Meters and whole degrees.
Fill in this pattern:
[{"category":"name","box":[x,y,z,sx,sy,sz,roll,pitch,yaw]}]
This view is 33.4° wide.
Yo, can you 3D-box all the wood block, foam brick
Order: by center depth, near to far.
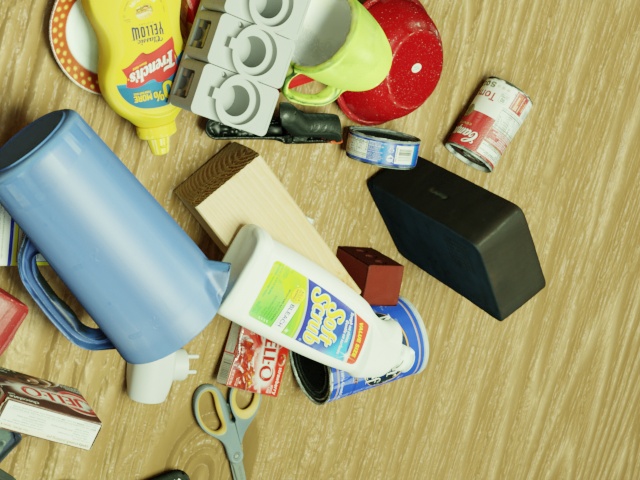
[{"category":"wood block","box":[-0.058,0.001,1.190,0.090,0.090,0.206,-41,116,-9]},{"category":"foam brick","box":[0.056,0.043,1.294,0.052,0.078,0.051,4,105,-32]}]

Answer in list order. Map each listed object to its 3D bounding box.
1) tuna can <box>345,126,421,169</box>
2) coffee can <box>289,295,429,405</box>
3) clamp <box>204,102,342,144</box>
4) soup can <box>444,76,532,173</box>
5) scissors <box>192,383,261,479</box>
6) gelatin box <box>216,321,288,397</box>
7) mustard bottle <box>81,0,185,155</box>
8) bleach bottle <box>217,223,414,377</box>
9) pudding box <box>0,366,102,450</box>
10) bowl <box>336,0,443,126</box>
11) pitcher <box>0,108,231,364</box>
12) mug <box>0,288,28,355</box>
[{"category":"tuna can","box":[0.073,-0.109,1.250,0.086,0.086,0.034,1,106,-31]},{"category":"coffee can","box":[0.046,0.132,1.302,0.140,0.103,0.103,-14,112,-26]},{"category":"clamp","box":[-0.042,-0.125,1.179,0.171,0.120,0.039,6,86,-59]},{"category":"soup can","box":[0.211,-0.145,1.332,0.068,0.069,0.102,35,86,-34]},{"category":"scissors","box":[-0.092,0.245,1.308,0.096,0.016,0.201,-35,120,-17]},{"category":"gelatin box","box":[-0.076,0.134,1.264,0.073,0.030,0.089,19,84,-33]},{"category":"mustard bottle","box":[-0.177,-0.178,1.068,0.096,0.058,0.191,-20,116,-27]},{"category":"bleach bottle","box":[0.005,0.079,1.154,0.250,0.068,0.102,27,94,-29]},{"category":"pudding box","box":[-0.295,0.175,1.118,0.113,0.090,0.039,21,94,-34]},{"category":"bowl","box":[0.091,-0.202,1.228,0.161,0.055,0.162,-22,125,-36]},{"category":"pitcher","box":[-0.218,0.000,1.039,0.149,0.145,0.242,-49,120,-23]},{"category":"mug","box":[-0.341,0.085,1.071,0.081,0.093,0.117,-58,155,-8]}]
